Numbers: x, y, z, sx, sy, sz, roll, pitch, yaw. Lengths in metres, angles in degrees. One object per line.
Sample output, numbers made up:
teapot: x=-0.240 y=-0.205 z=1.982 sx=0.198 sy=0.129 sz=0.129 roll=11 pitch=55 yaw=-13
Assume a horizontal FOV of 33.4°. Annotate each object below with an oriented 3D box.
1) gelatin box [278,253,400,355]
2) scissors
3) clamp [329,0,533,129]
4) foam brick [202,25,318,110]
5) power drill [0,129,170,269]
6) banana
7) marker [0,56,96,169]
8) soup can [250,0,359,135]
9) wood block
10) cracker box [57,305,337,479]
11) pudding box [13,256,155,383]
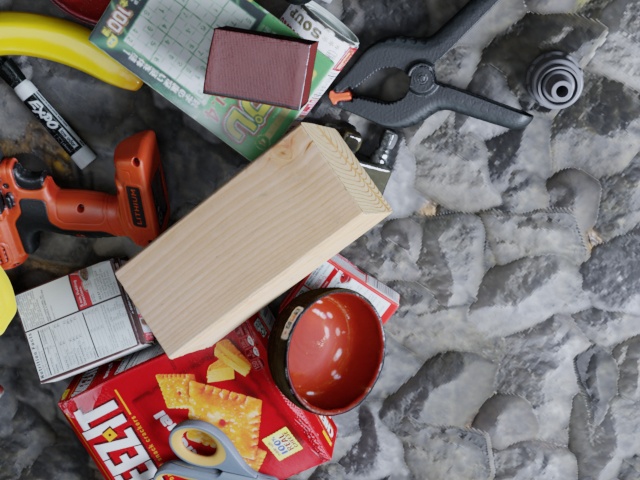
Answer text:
gelatin box: x=0.017 y=0.058 z=0.990 sx=0.089 sy=0.030 sz=0.073 roll=33 pitch=110 yaw=-6
scissors: x=-0.056 y=0.209 z=0.980 sx=0.202 sy=0.016 sz=0.096 roll=-1 pitch=112 yaw=6
clamp: x=0.096 y=-0.132 z=0.909 sx=0.172 sy=0.039 sz=0.120 roll=-20 pitch=92 yaw=17
foam brick: x=-0.045 y=-0.135 z=0.829 sx=0.078 sy=0.053 sz=0.051 roll=10 pitch=105 yaw=4
power drill: x=-0.235 y=-0.056 z=0.941 sx=0.188 sy=0.057 sz=0.184 roll=0 pitch=129 yaw=9
banana: x=-0.254 y=-0.165 z=0.930 sx=0.197 sy=0.037 sz=0.069 roll=-1 pitch=100 yaw=-4
marker: x=-0.249 y=-0.116 z=0.962 sx=0.020 sy=0.020 sz=0.121 roll=-37 pitch=102 yaw=16
soup can: x=-0.023 y=-0.147 z=0.903 sx=0.068 sy=0.068 sz=0.102 roll=37 pitch=108 yaw=-7
wood block: x=-0.056 y=0.001 z=0.889 sx=0.206 sy=0.090 sz=0.091 roll=-37 pitch=81 yaw=17
cracker box: x=-0.115 y=0.168 z=1.018 sx=0.214 sy=0.072 sz=0.164 roll=-25 pitch=104 yaw=14
pudding box: x=-0.222 y=0.074 z=1.000 sx=0.114 sy=0.039 sz=0.090 roll=-21 pitch=84 yaw=14
